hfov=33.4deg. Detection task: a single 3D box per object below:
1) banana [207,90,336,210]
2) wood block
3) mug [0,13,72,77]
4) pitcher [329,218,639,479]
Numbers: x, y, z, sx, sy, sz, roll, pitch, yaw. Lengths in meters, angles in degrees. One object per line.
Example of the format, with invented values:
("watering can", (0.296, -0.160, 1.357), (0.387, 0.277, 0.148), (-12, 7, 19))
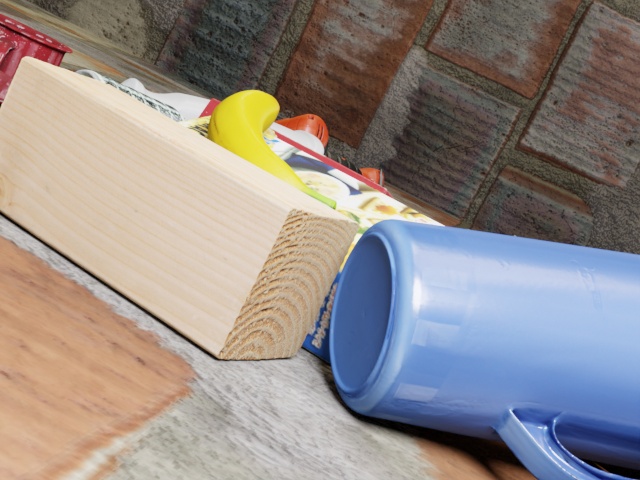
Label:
("banana", (-0.045, -0.065, 0.725), (0.069, 0.037, 0.198), (24, 20, -25))
("wood block", (-0.095, -0.020, 0.627), (0.206, 0.091, 0.090), (30, 9, 26))
("mug", (-0.277, -0.149, 0.933), (0.093, 0.081, 0.117), (25, 7, -11))
("pitcher", (0.134, 0.069, 0.605), (0.242, 0.145, 0.149), (11, 1, -18))
